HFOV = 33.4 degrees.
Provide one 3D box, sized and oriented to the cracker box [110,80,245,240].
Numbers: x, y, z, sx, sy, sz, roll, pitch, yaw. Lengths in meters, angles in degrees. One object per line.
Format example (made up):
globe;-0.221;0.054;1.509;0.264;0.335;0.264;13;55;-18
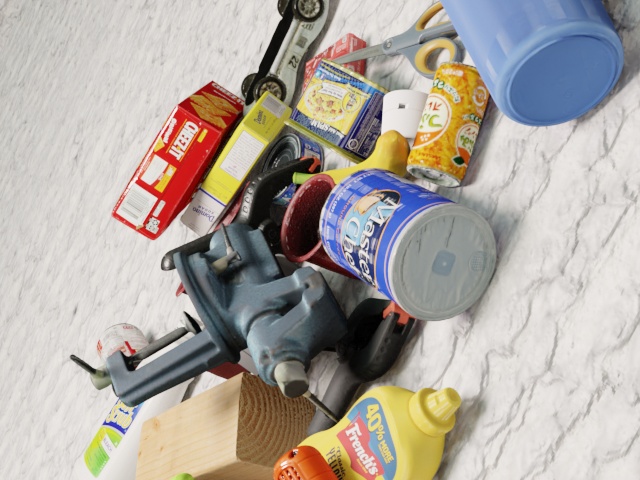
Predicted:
cracker box;-0.170;-0.105;1.354;0.164;0.072;0.213;-56;3;17

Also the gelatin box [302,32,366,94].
gelatin box;0.014;-0.188;1.233;0.089;0.030;0.073;-26;51;50

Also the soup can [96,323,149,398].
soup can;-0.252;0.160;1.403;0.068;0.068;0.102;-62;30;11

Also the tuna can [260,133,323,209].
tuna can;-0.035;-0.080;1.240;0.086;0.033;0.086;-36;43;43

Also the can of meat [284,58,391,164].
can of meat;0.023;-0.138;1.140;0.102;0.057;0.084;33;98;35

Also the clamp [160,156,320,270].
clamp;-0.058;0.001;1.165;0.210;0.164;0.036;-52;31;-18

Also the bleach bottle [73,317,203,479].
bleach bottle;-0.217;0.204;1.328;0.251;0.068;0.103;-62;32;7

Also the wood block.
wood block;-0.103;0.216;1.108;0.207;0.090;0.090;-31;47;46

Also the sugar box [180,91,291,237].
sugar box;-0.105;-0.091;1.300;0.176;0.048;0.093;-49;7;36

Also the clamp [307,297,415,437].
clamp;0.031;0.116;1.009;0.172;0.039;0.120;-41;46;49

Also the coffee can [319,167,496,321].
coffee can;0.074;0.000;0.947;0.140;0.102;0.103;34;100;59

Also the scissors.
scissors;0.081;-0.190;1.120;0.202;0.016;0.096;-24;57;42

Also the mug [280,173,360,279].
mug;0.015;-0.015;1.072;0.093;0.081;0.117;-61;31;13

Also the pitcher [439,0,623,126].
pitcher;0.177;-0.218;0.914;0.149;0.144;0.243;-59;33;40

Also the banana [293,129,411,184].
banana;0.045;-0.069;1.066;0.198;0.069;0.037;-21;66;59

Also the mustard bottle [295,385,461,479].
mustard bottle;0.051;0.180;0.914;0.192;0.058;0.096;-44;47;35
